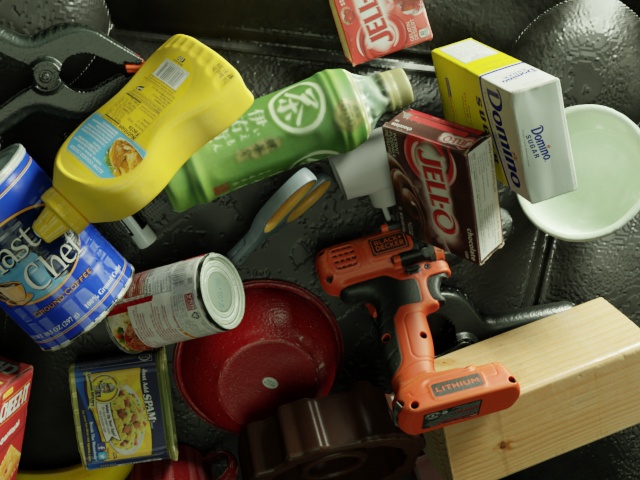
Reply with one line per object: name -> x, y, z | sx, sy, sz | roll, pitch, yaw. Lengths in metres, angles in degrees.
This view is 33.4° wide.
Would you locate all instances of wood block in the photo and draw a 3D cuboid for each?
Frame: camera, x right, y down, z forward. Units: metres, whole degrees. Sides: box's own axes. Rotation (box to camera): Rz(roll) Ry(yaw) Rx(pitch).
wood block -> 0.194, 0.140, 0.979 | 0.206, 0.090, 0.091 | -19, 119, -10

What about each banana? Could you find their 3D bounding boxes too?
banana -> -0.256, 0.215, 0.982 | 0.197, 0.037, 0.069 | -8, 82, -12

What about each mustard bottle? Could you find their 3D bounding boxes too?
mustard bottle -> -0.147, -0.071, 0.824 | 0.191, 0.096, 0.058 | -45, 142, -9

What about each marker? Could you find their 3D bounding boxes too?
marker -> -0.181, -0.044, 0.907 | 0.020, 0.020, 0.121 | -33, 113, 2

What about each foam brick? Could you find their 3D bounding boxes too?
foam brick -> 0.115, 0.223, 1.047 | 0.051, 0.053, 0.078 | -20, 114, -3

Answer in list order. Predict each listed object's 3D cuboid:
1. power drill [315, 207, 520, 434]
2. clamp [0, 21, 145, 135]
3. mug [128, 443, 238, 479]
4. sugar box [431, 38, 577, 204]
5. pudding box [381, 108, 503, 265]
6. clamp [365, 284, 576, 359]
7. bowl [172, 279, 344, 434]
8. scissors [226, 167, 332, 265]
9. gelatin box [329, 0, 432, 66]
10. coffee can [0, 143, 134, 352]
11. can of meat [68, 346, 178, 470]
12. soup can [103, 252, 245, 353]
power drill -> 0.105, 0.062, 0.925 | 0.184, 0.188, 0.057 | -16, 149, -4
clamp -> -0.227, -0.142, 0.852 | 0.171, 0.039, 0.120 | -16, 117, -12
mug -> -0.126, 0.234, 0.987 | 0.117, 0.081, 0.093 | -38, 112, 4
sugar box -> 0.144, -0.101, 0.866 | 0.048, 0.176, 0.093 | -18, 113, -5
pudding box -> 0.101, -0.045, 0.877 | 0.039, 0.090, 0.113 | -37, 131, -27
clamp -> 0.130, 0.108, 1.016 | 0.209, 0.036, 0.165 | 18, 105, -21
bowl -> -0.052, 0.119, 0.975 | 0.162, 0.055, 0.162 | -4, 111, -11
scissors -> -0.056, 0.001, 0.943 | 0.016, 0.096, 0.202 | 50, 127, 10
gelatin box -> 0.046, -0.199, 0.890 | 0.073, 0.030, 0.089 | -19, 112, -4
coffee can -> -0.236, 0.006, 0.870 | 0.103, 0.103, 0.140 | -38, 113, 4
can of meat -> -0.175, 0.150, 0.951 | 0.084, 0.057, 0.102 | -7, 93, -6
soup can -> -0.124, 0.053, 0.906 | 0.102, 0.068, 0.068 | -15, 116, 27
